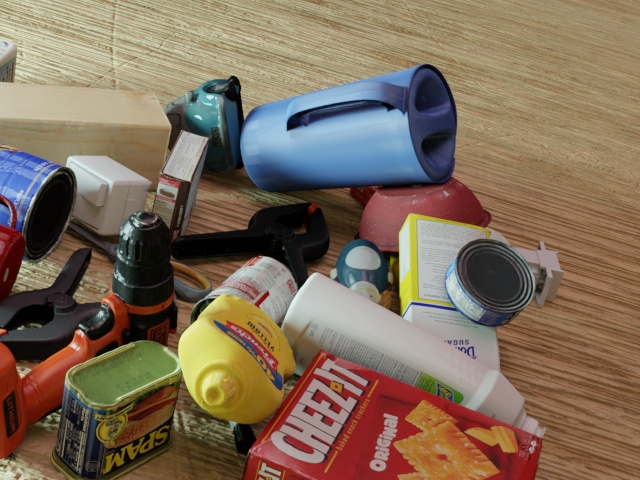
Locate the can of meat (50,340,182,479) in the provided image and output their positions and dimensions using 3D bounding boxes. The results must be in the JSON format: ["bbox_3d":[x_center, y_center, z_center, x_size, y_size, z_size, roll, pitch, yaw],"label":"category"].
[{"bbox_3d":[-0.160,0.135,0.851,0.057,0.084,0.101,33,34,28],"label":"can of meat"}]

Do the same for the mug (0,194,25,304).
[{"bbox_3d":[-0.320,0.007,0.981,0.081,0.093,0.117,19,65,-2],"label":"mug"}]

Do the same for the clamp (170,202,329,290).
[{"bbox_3d":[-0.058,0.001,1.171,0.164,0.036,0.209,20,28,9],"label":"clamp"}]

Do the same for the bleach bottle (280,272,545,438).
[{"bbox_3d":[0.083,0.128,0.977,0.251,0.103,0.068,28,40,9],"label":"bleach bottle"}]

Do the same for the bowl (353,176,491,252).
[{"bbox_3d":[0.113,-0.038,1.227,0.162,0.055,0.162,-11,16,3],"label":"bowl"}]

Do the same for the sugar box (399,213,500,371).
[{"bbox_3d":[0.129,0.061,1.087,0.093,0.048,0.176,10,55,-9],"label":"sugar box"}]

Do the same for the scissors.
[{"bbox_3d":[-0.209,0.025,1.086,0.202,0.016,0.096,21,30,10],"label":"scissors"}]

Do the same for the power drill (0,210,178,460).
[{"bbox_3d":[-0.195,0.078,0.854,0.187,0.184,0.057,-27,49,-37],"label":"power drill"}]

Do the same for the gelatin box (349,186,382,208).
[{"bbox_3d":[0.092,-0.056,1.343,0.089,0.030,0.073,-3,34,-29],"label":"gelatin box"}]

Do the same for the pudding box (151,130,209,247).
[{"bbox_3d":[-0.156,-0.057,1.173,0.039,0.090,0.113,13,30,-4],"label":"pudding box"}]

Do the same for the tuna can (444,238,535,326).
[{"bbox_3d":[0.168,0.042,1.061,0.086,0.034,0.086,10,54,-14],"label":"tuna can"}]

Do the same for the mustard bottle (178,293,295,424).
[{"bbox_3d":[-0.071,0.101,0.874,0.096,0.058,0.191,48,8,-3],"label":"mustard bottle"}]

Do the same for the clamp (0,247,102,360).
[{"bbox_3d":[-0.228,0.069,0.980,0.120,0.039,0.171,22,37,22],"label":"clamp"}]

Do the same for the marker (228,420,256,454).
[{"bbox_3d":[-0.076,0.144,0.940,0.020,0.020,0.121,2,32,-21],"label":"marker"}]

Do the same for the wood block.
[{"bbox_3d":[-0.287,-0.117,1.218,0.205,0.090,0.091,0,33,-24],"label":"wood block"}]

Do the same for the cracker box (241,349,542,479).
[{"bbox_3d":[0.063,0.188,0.874,0.214,0.072,0.164,21,30,12],"label":"cracker box"}]

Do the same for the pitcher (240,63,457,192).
[{"bbox_3d":[0.025,-0.125,1.237,0.243,0.149,0.144,-6,27,31],"label":"pitcher"}]

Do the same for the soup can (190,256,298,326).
[{"bbox_3d":[-0.071,0.064,1.028,0.068,0.068,0.102,23,30,15],"label":"soup can"}]

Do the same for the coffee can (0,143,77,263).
[{"bbox_3d":[-0.331,-0.048,1.068,0.140,0.103,0.102,20,30,9],"label":"coffee can"}]
